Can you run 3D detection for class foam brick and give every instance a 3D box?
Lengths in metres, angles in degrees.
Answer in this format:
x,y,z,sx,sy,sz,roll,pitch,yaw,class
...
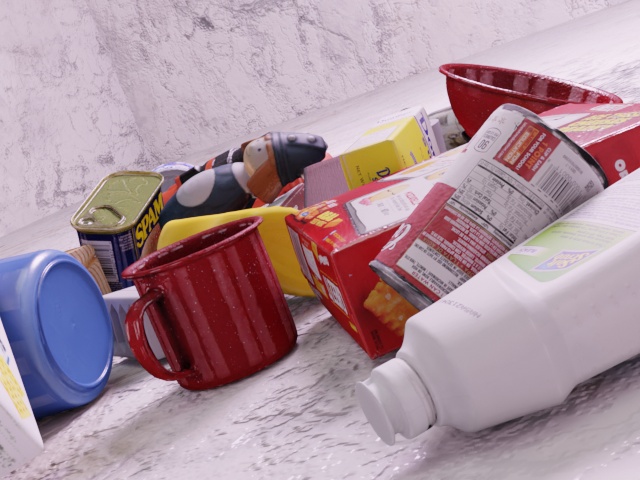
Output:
x,y,z,sx,sy,sz,roll,pitch,yaw,class
0.020,-0.023,0.822,0.051,0.053,0.078,-20,39,16,foam brick

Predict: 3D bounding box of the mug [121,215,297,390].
x,y,z,sx,sy,sz,roll,pitch,yaw,class
-0.070,0.044,0.648,0.093,0.081,0.117,-14,12,37,mug

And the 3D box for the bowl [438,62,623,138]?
x,y,z,sx,sy,sz,roll,pitch,yaw,class
0.178,-0.112,0.933,0.162,0.055,0.162,8,17,-3,bowl

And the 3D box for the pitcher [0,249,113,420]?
x,y,z,sx,sy,sz,roll,pitch,yaw,class
-0.273,0.094,0.738,0.243,0.149,0.144,-15,-4,17,pitcher

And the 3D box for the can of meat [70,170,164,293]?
x,y,z,sx,sy,sz,roll,pitch,yaw,class
-0.166,0.000,0.912,0.057,0.084,0.102,2,31,11,can of meat

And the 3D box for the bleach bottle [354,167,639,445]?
x,y,z,sx,sy,sz,roll,pitch,yaw,class
0.125,0.013,0.456,0.250,0.068,0.103,-27,9,-16,bleach bottle

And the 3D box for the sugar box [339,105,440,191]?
x,y,z,sx,sy,sz,roll,pitch,yaw,class
0.063,-0.043,0.800,0.048,0.093,0.176,-16,11,18,sugar box

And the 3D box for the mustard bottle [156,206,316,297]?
x,y,z,sx,sy,sz,roll,pitch,yaw,class
-0.068,0.011,0.803,0.096,0.058,0.192,17,-12,-33,mustard bottle

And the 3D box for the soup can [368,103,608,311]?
x,y,z,sx,sy,sz,roll,pitch,yaw,class
0.081,-0.006,0.513,0.102,0.068,0.068,-51,12,-2,soup can

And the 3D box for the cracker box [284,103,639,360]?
x,y,z,sx,sy,sz,roll,pitch,yaw,class
0.098,-0.014,0.634,0.213,0.072,0.164,-22,11,-7,cracker box
